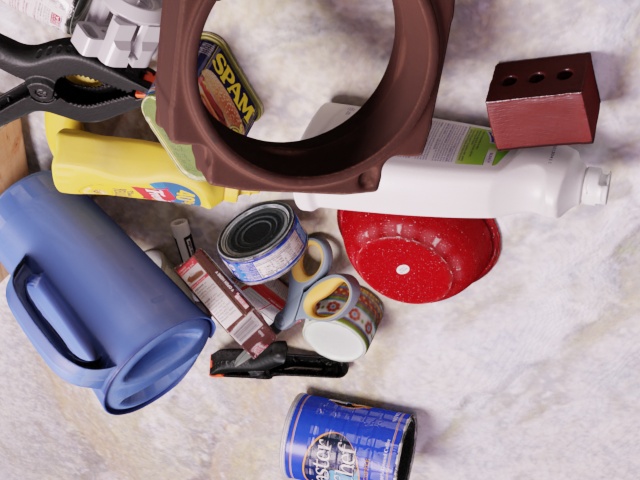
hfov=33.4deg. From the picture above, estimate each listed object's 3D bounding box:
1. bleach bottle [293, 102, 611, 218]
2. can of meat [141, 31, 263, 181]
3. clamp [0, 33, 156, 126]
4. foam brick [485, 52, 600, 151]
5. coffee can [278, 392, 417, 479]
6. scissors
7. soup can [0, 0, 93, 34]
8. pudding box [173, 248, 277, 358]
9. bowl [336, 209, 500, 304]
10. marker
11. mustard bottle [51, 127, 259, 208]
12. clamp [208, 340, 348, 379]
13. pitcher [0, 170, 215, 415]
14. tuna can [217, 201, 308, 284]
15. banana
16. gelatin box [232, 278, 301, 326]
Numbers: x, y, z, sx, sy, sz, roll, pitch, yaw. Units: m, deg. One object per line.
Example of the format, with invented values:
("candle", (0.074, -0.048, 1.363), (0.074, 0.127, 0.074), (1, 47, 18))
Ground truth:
("bleach bottle", (0.109, -0.056, 0.883), (0.251, 0.102, 0.068), (10, 134, 17))
("can of meat", (-0.104, -0.115, 0.933), (0.058, 0.083, 0.102), (-6, 132, 30))
("clamp", (-0.248, -0.148, 0.931), (0.210, 0.036, 0.164), (0, 147, 9))
("foam brick", (0.174, -0.108, 0.835), (0.078, 0.053, 0.051), (-3, 134, 26))
("coffee can", (0.034, 0.242, 1.252), (0.140, 0.102, 0.103), (9, 139, 16))
("scissors", (-0.038, 0.062, 1.107), (0.202, 0.016, 0.096), (-25, 78, 41))
("soup can", (-0.239, -0.224, 0.888), (0.102, 0.068, 0.069), (26, 140, -5))
("pudding box", (-0.093, 0.065, 1.071), (0.090, 0.039, 0.113), (46, 172, 21))
("bowl", (0.085, 0.010, 1.007), (0.162, 0.055, 0.162), (13, 139, 11))
("marker", (-0.135, 0.034, 1.138), (0.020, 0.020, 0.121), (0, 118, 25))
("mustard bottle", (-0.151, -0.065, 1.009), (0.191, 0.058, 0.096), (6, 169, -6))
("clamp", (-0.055, 0.141, 1.222), (0.120, 0.039, 0.172), (25, 158, -37))
("pitcher", (-0.232, 0.045, 1.051), (0.243, 0.145, 0.149), (46, 166, 21))
("tuna can", (-0.057, 0.001, 1.040), (0.086, 0.086, 0.033), (-6, 131, 30))
("banana", (-0.230, -0.124, 1.019), (0.069, 0.037, 0.198), (31, 140, -9))
("gelatin box", (-0.070, 0.070, 1.166), (0.073, 0.030, 0.089), (40, 138, -22))
